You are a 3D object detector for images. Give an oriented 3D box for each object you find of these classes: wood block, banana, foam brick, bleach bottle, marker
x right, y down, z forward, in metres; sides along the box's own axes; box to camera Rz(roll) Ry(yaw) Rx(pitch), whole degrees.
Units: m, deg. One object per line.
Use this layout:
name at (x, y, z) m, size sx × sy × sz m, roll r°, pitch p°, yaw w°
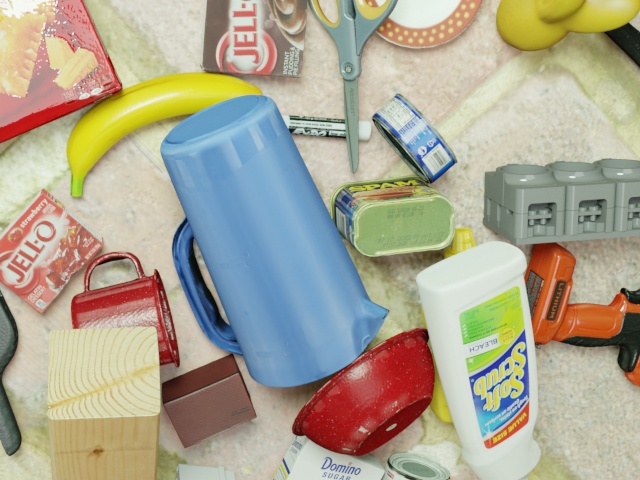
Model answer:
wood block at (-0.190, 0.174, 0.941) m, size 0.090 × 0.090 × 0.206 m, roll 0°, pitch 139°, yaw -12°
banana at (-0.151, -0.112, 0.960) m, size 0.197 × 0.037 × 0.069 m, roll -26°, pitch 132°, yaw -3°
foam brick at (-0.108, 0.154, 1.027) m, size 0.078 × 0.051 × 0.053 m, roll -22°, pitch 109°, yaw -6°
bleach bottle at (0.167, 0.134, 1.015) m, size 0.102 × 0.068 × 0.251 m, roll -22°, pitch 111°, yaw -14°
marker at (-0.013, -0.107, 0.998) m, size 0.121 × 0.020 × 0.020 m, roll 3°, pitch 103°, yaw -13°

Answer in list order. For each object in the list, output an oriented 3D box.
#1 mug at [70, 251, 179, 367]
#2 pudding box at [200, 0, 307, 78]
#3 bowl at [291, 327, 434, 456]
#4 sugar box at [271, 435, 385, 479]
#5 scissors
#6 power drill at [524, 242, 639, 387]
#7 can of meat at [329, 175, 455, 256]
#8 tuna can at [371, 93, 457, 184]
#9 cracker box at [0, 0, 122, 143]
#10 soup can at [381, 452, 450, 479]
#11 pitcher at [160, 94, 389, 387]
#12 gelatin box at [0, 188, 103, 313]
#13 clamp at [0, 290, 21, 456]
mug at (-0.181, 0.068, 0.973) m, size 0.081 × 0.093 × 0.117 m, roll -13°, pitch 94°, yaw -4°
pudding box at (-0.059, -0.205, 0.952) m, size 0.090 × 0.039 × 0.113 m, roll 2°, pitch 103°, yaw -12°
bowl at (0.053, 0.154, 1.006) m, size 0.162 × 0.162 × 0.055 m, roll -37°, pitch 69°, yaw -1°
sugar box at (-0.018, 0.284, 1.084) m, size 0.093 × 0.048 × 0.176 m, roll 27°, pitch 93°, yaw -18°
scissors at (0.042, -0.167, 0.964) m, size 0.096 × 0.016 × 0.202 m, roll -13°, pitch 98°, yaw 27°
power drill at (0.302, 0.054, 1.088) m, size 0.187 × 0.057 × 0.184 m, roll 13°, pitch 101°, yaw -15°
can of meat at (0.068, -0.022, 1.003) m, size 0.102 × 0.084 × 0.057 m, roll -7°, pitch 106°, yaw -11°
tuna can at (0.086, -0.093, 0.988) m, size 0.034 × 0.086 × 0.086 m, roll -41°, pitch 109°, yaw 1°
cracker box at (-0.282, -0.193, 0.889) m, size 0.164 × 0.072 × 0.213 m, roll -24°, pitch 107°, yaw -6°
soup can at (0.090, 0.278, 1.094) m, size 0.068 × 0.068 × 0.102 m, roll 10°, pitch 101°, yaw -15°
pitcher at (-0.056, 0.001, 0.953) m, size 0.149 × 0.145 × 0.243 m, roll -28°, pitch 112°, yaw -12°
gelatin box at (-0.253, 0.010, 0.969) m, size 0.073 × 0.030 × 0.089 m, roll 43°, pitch 92°, yaw -18°
clamp at (-0.332, 0.114, 0.975) m, size 0.120 × 0.039 × 0.171 m, roll 2°, pitch 97°, yaw -17°
